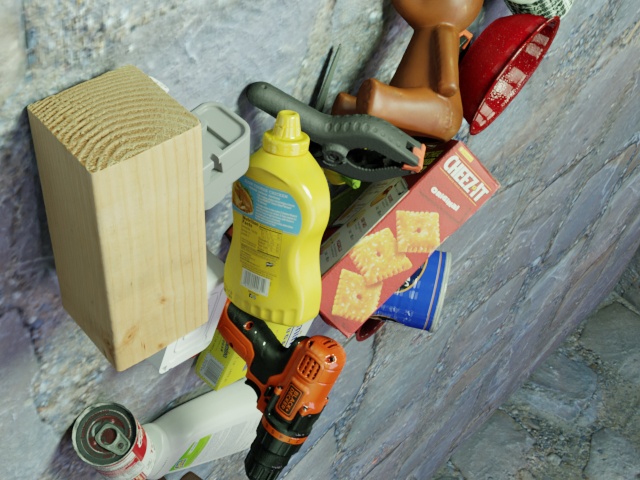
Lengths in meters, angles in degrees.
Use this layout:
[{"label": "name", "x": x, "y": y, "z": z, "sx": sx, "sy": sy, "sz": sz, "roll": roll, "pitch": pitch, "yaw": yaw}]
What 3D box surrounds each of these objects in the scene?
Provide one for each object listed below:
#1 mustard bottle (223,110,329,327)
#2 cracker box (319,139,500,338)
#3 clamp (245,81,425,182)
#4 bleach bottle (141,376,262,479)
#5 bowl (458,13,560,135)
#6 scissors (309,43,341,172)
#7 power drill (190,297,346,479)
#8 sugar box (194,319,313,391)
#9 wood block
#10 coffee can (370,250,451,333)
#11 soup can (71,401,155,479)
[{"label": "mustard bottle", "x": -0.038, "y": -0.024, "z": 0.961, "sx": 0.058, "sy": 0.096, "sz": 0.192, "roll": -23, "pitch": 128, "yaw": -47}, {"label": "cracker box", "x": 0.071, "y": -0.010, "z": 1.105, "sx": 0.214, "sy": 0.072, "sz": 0.164, "roll": -44, "pitch": -169, "yaw": 1}, {"label": "clamp", "x": 0.008, "y": -0.085, "z": 0.988, "sx": 0.120, "sy": 0.171, "sz": 0.039, "roll": 111, "pitch": -3, "yaw": -63}, {"label": "bleach bottle", "x": -0.153, "y": 0.230, "z": 1.293, "sx": 0.250, "sy": 0.068, "sz": 0.103, "roll": -5, "pitch": 131, "yaw": -60}, {"label": "bowl", "x": 0.199, "y": -0.199, "z": 1.205, "sx": 0.162, "sy": 0.055, "sz": 0.162, "roll": -47, "pitch": 166, "yaw": -16}, {"label": "scissors", "x": 0.000, "y": -0.115, "z": 1.095, "sx": 0.096, "sy": 0.016, "sz": 0.202, "roll": -20, "pitch": 143, "yaw": -57}, {"label": "power drill", "x": -0.079, "y": 0.138, "z": 1.112, "sx": 0.057, "sy": 0.188, "sz": 0.185, "roll": -14, "pitch": 137, "yaw": -60}, {"label": "sugar box", "x": -0.070, "y": 0.111, "z": 1.286, "sx": 0.175, "sy": 0.048, "sz": 0.093, "roll": -18, "pitch": 142, "yaw": -54}, {"label": "wood block", "x": -0.146, "y": -0.013, "z": 0.800, "sx": 0.090, "sy": 0.091, "sz": 0.206, "roll": -29, "pitch": 143, "yaw": -29}, {"label": "coffee can", "x": 0.082, "y": 0.049, "z": 1.321, "sx": 0.103, "sy": 0.140, "sz": 0.103, "roll": 15, "pitch": 88, "yaw": -88}, {"label": "soup can", "x": -0.216, "y": 0.218, "z": 1.129, "sx": 0.068, "sy": 0.068, "sz": 0.102, "roll": -45, "pitch": 159, "yaw": -16}]
